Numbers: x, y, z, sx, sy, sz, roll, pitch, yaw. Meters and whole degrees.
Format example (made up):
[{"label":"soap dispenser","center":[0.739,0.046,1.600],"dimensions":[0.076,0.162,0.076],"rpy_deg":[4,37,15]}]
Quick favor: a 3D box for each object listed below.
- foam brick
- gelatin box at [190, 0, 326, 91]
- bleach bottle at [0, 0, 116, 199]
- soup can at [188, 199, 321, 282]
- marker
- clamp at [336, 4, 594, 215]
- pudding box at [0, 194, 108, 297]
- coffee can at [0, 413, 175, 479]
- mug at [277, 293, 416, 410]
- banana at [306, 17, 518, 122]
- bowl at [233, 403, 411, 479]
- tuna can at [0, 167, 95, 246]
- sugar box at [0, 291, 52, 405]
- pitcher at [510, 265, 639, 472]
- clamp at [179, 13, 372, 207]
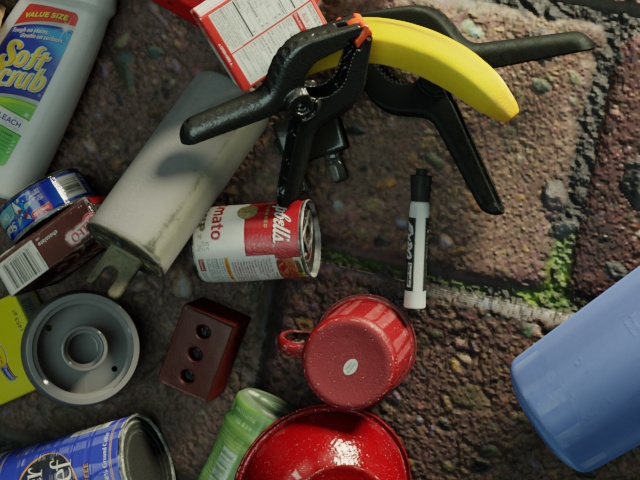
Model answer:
[{"label":"foam brick","center":[-0.105,0.098,0.961],"dimensions":[0.053,0.051,0.078],"rpy_deg":[22,101,10]},{"label":"gelatin box","center":[-0.046,-0.174,0.848],"dimensions":[0.089,0.030,0.073],"rpy_deg":[-35,124,-3]},{"label":"bleach bottle","center":[-0.256,-0.167,0.964],"dimensions":[0.103,0.068,0.251],"rpy_deg":[28,98,14]},{"label":"soup can","center":[-0.056,0.001,0.930],"dimensions":[0.102,0.068,0.068],"rpy_deg":[-3,95,14]},{"label":"marker","center":[0.084,-0.002,0.923],"dimensions":[0.020,0.020,0.121],"rpy_deg":[4,97,12]},{"label":"clamp","center":[0.101,-0.126,0.896],"dimensions":[0.210,0.036,0.165],"rpy_deg":[23,102,12]},{"label":"pudding box","center":[-0.224,0.002,0.959],"dimensions":[0.114,0.090,0.039],"rpy_deg":[-32,87,15]},{"label":"coffee can","center":[-0.217,0.226,0.975],"dimensions":[0.140,0.102,0.103],"rpy_deg":[-18,92,14]},{"label":"mug","center":[0.020,0.095,0.916],"dimensions":[0.117,0.081,0.093],"rpy_deg":[12,98,12]},{"label":"banana","center":[0.067,-0.144,0.868],"dimensions":[0.198,0.037,0.070],"rpy_deg":[11,122,19]},{"label":"bowl","center":[0.008,0.223,0.904],"dimensions":[0.162,0.055,0.162],"rpy_deg":[-3,101,-13]},{"label":"tuna can","center":[-0.246,-0.030,0.963],"dimensions":[0.086,0.086,0.034],"rpy_deg":[-33,87,14]},{"label":"sugar box","center":[-0.335,0.121,1.020],"dimensions":[0.176,0.048,0.093],"rpy_deg":[-25,90,13]},{"label":"pitcher","center":[0.278,0.085,0.828],"dimensions":[0.243,0.149,0.145],"rpy_deg":[-37,98,17]},{"label":"clamp","center":[-0.016,-0.104,0.858],"dimensions":[0.171,0.120,0.039],"rpy_deg":[-38,42,13]}]
